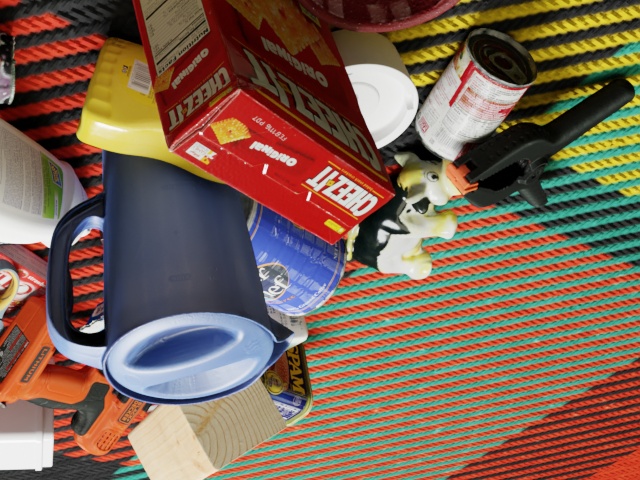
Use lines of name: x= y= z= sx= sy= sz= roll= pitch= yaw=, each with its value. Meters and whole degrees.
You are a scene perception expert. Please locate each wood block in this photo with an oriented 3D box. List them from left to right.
wood block: x=-0.127 y=0.204 z=1.141 sx=0.090 sy=0.090 sz=0.206 roll=-26 pitch=171 yaw=-29

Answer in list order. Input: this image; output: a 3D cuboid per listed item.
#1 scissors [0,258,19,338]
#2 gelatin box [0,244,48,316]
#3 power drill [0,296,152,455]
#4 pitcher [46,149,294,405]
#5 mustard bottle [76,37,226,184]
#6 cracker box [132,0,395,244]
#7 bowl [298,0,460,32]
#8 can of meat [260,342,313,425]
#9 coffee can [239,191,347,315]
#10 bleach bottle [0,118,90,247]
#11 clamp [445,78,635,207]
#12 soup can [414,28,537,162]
scissors: x=-0.336 y=0.087 z=1.040 sx=0.096 sy=0.016 sz=0.202 roll=-19 pitch=151 yaw=-33
gelatin box: x=-0.312 y=0.034 z=1.036 sx=0.073 sy=0.030 sz=0.089 roll=-27 pitch=142 yaw=17
power drill: x=-0.235 y=0.124 z=1.095 sx=0.187 sy=0.057 sz=0.184 roll=34 pitch=92 yaw=-46
pitcher: x=-0.128 y=0.002 z=0.869 sx=0.145 sy=0.243 sz=0.149 roll=-29 pitch=141 yaw=20
mustard bottle: x=-0.089 y=-0.093 z=0.844 sx=0.191 sy=0.096 sz=0.058 roll=17 pitch=136 yaw=-12
cracker box: x=-0.044 y=-0.122 z=0.754 sx=0.072 sy=0.214 sz=0.164 roll=-38 pitch=137 yaw=22
bowl: x=0.048 y=-0.229 z=0.774 sx=0.162 sy=0.055 sz=0.162 roll=-8 pitch=144 yaw=-6
can of meat: x=-0.062 y=0.150 z=1.212 sx=0.083 sy=0.102 sz=0.058 roll=26 pitch=130 yaw=-38
coffee can: x=-0.057 y=0.001 z=1.011 sx=0.103 sy=0.103 sz=0.140 roll=-32 pitch=140 yaw=24
bleach bottle: x=-0.252 y=-0.037 z=0.868 sx=0.068 sy=0.102 sz=0.250 roll=-5 pitch=166 yaw=13
clamp: x=0.187 y=-0.068 z=0.989 sx=0.209 sy=0.036 sz=0.165 roll=-21 pitch=152 yaw=-36
soup can: x=0.133 y=-0.124 z=0.931 sx=0.068 sy=0.068 sz=0.102 roll=6 pitch=140 yaw=-25
